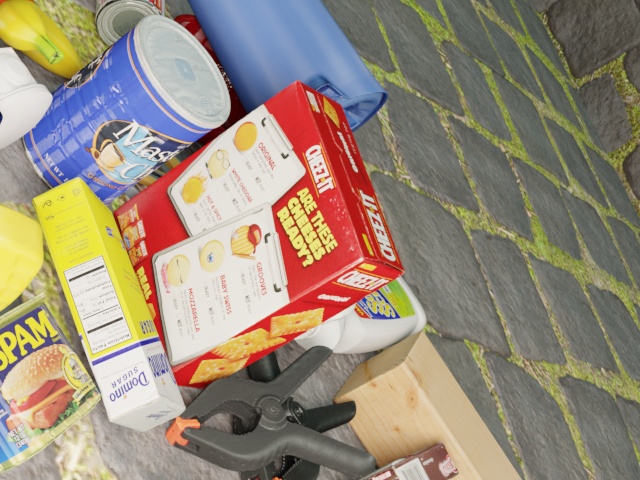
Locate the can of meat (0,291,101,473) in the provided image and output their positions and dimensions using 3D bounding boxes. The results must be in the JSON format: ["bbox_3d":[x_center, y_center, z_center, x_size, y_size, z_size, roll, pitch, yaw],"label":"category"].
[{"bbox_3d":[-0.198,0.092,0.687,0.084,0.058,0.102,60,26,-4],"label":"can of meat"}]

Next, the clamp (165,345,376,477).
[{"bbox_3d":[-0.036,0.151,0.855,0.171,0.039,0.120,-12,54,-34],"label":"clamp"}]

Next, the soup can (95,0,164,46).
[{"bbox_3d":[-0.188,-0.244,1.062,0.068,0.069,0.102,36,34,-39],"label":"soup can"}]

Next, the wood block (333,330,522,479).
[{"bbox_3d":[0.115,0.210,1.081,0.206,0.090,0.090,56,25,-4],"label":"wood block"}]

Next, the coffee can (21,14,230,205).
[{"bbox_3d":[-0.159,-0.103,0.872,0.102,0.140,0.103,42,30,-31],"label":"coffee can"}]

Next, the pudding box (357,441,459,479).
[{"bbox_3d":[0.063,0.226,0.970,0.113,0.090,0.039,0,60,-60],"label":"pudding box"}]

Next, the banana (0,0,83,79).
[{"bbox_3d":[-0.230,-0.161,0.865,0.069,0.037,0.198,55,-2,-9],"label":"banana"}]

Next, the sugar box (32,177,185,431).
[{"bbox_3d":[-0.154,0.049,0.788,0.093,0.048,0.176,71,-7,-75],"label":"sugar box"}]

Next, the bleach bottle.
[{"bbox_3d":[0.028,0.075,1.071,0.102,0.068,0.250,57,19,9],"label":"bleach bottle"}]

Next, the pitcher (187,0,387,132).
[{"bbox_3d":[-0.048,-0.204,1.088,0.144,0.149,0.243,-20,76,-48],"label":"pitcher"}]

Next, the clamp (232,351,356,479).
[{"bbox_3d":[-0.026,0.161,0.942,0.164,0.036,0.210,44,26,-24],"label":"clamp"}]

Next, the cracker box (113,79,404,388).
[{"bbox_3d":[-0.056,0.001,0.858,0.072,0.214,0.164,18,47,-53],"label":"cracker box"}]
